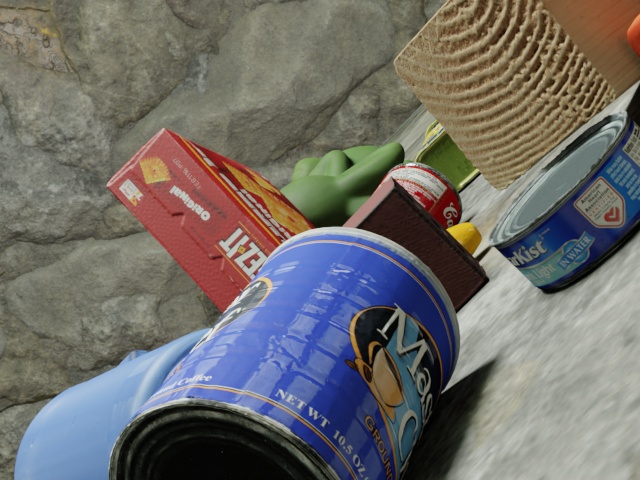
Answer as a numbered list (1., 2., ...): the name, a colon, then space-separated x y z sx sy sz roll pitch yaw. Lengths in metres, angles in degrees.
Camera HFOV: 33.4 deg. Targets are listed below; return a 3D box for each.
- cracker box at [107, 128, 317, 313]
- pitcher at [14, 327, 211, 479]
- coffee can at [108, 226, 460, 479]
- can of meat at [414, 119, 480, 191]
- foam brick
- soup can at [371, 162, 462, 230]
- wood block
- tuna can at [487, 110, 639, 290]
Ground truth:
1. cracker box: -0.056 0.001 0.862 0.072 0.164 0.213 -46 -13 6
2. pitcher: -0.091 0.136 0.617 0.144 0.149 0.243 -31 -1 -30
3. coffee can: -0.008 0.070 0.445 0.103 0.103 0.140 -44 4 35
4. can of meat: 0.137 -0.097 0.980 0.102 0.057 0.083 -44 6 27
5. foam brick: 0.052 0.009 0.626 0.051 0.078 0.053 -45 6 8
6. soup can: 0.055 -0.003 0.800 0.102 0.068 0.069 -50 5 -39
7. wood block: 0.145 -0.120 0.596 0.205 0.091 0.090 -35 -6 -46
8. tuna can: 0.119 -0.017 0.490 0.086 0.034 0.086 -46 4 3
